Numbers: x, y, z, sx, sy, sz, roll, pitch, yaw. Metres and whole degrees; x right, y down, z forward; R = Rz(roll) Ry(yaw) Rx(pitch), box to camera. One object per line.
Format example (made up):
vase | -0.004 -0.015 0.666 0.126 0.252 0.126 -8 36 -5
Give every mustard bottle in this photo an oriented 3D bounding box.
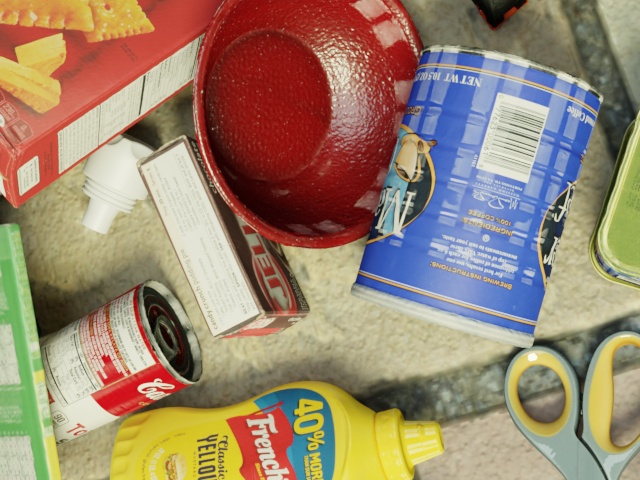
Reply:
mustard bottle | -0.024 0.131 0.614 0.192 0.058 0.096 -13 51 11

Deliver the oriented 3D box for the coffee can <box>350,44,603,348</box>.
coffee can | 0.084 -0.023 0.581 0.103 0.102 0.140 16 90 14

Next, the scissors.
scissors | 0.131 0.141 0.579 0.096 0.016 0.201 13 73 23

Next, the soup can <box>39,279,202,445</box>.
soup can | -0.132 0.075 0.646 0.102 0.068 0.068 -26 81 11

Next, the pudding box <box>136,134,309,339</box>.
pudding box | -0.054 0.001 0.620 0.039 0.090 0.113 -29 80 11

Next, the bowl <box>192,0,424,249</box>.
bowl | -0.013 -0.077 0.606 0.055 0.161 0.162 9 88 54

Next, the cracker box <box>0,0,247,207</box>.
cracker box | -0.142 -0.148 0.605 0.213 0.072 0.164 -40 83 -23
